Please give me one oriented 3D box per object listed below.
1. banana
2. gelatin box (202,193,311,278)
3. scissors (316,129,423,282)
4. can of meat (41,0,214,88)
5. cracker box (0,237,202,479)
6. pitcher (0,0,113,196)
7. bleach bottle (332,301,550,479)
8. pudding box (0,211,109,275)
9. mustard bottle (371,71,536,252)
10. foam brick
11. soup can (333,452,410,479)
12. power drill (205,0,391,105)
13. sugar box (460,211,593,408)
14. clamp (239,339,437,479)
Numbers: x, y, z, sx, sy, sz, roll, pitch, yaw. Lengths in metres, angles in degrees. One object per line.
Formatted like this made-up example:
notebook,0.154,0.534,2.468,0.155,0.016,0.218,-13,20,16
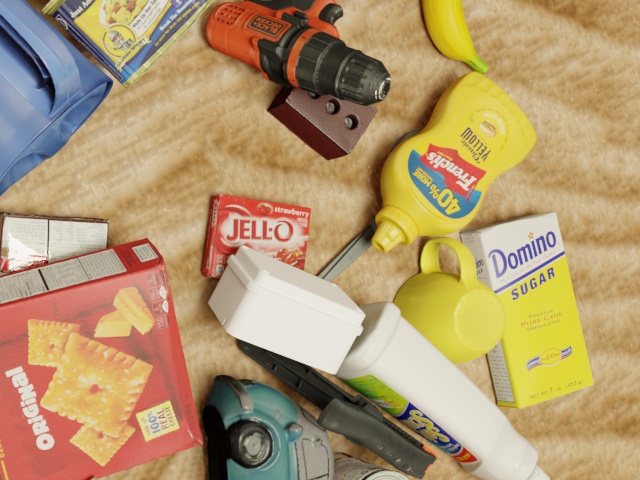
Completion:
banana,0.129,-0.261,1.037,0.069,0.037,0.198,2,87,-41
gelatin box,-0.056,0.001,0.943,0.089,0.030,0.073,9,84,-23
scissors,0.055,-0.036,1.001,0.201,0.016,0.096,-26,96,-23
can of meat,-0.141,-0.177,0.798,0.102,0.057,0.084,-44,105,5
cracker box,-0.210,0.107,0.815,0.213,0.072,0.164,-15,113,-19
pitcher,-0.278,-0.159,0.788,0.149,0.145,0.243,-43,97,15
bleach bottle,0.118,0.156,0.970,0.250,0.103,0.068,39,66,-16
pudding box,-0.220,0.036,0.867,0.089,0.039,0.113,4,88,-26
mustard bottle,0.111,-0.061,0.985,0.096,0.058,0.191,46,70,-11
foam brick,0.002,-0.117,0.963,0.078,0.051,0.053,37,74,-17
soup can,0.035,0.226,0.931,0.068,0.102,0.068,1,87,-24
power drill,0.018,-0.207,0.925,0.185,0.057,0.187,26,64,26
sugar box,0.202,0.066,1.043,0.093,0.048,0.176,-14,94,-23
clamp,0.025,0.151,0.936,0.209,0.165,0.036,38,88,-41
